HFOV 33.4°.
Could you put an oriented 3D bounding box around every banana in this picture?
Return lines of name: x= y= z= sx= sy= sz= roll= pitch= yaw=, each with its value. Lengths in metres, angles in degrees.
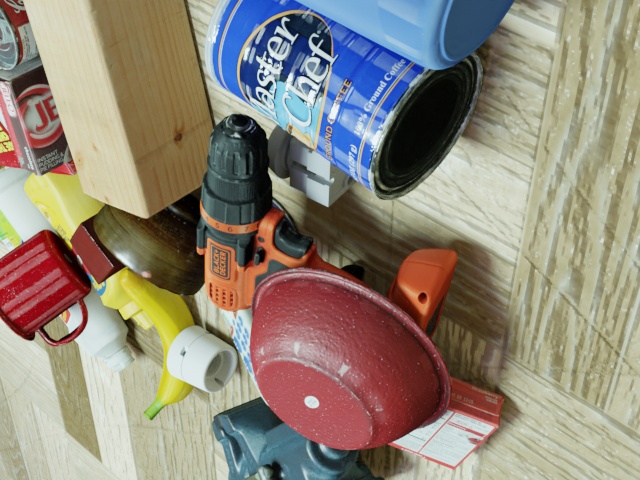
banana: x=-0.154 y=0.098 z=1.066 sx=0.037 sy=0.069 sz=0.198 roll=29 pitch=137 yaw=37

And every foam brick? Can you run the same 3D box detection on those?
foam brick: x=-0.188 y=-0.005 z=1.010 sx=0.053 sy=0.078 sz=0.051 roll=54 pitch=148 yaw=1

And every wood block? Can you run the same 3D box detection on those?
wood block: x=-0.157 y=-0.134 z=0.848 sx=0.090 sy=0.090 sz=0.206 roll=21 pitch=134 yaw=39

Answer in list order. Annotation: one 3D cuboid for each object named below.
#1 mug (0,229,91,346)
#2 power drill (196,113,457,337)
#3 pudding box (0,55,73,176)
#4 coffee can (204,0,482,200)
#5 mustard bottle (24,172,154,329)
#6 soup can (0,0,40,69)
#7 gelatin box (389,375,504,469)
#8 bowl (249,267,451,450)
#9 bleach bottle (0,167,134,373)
mug: x=-0.282 y=0.052 z=1.088 sx=0.117 sy=0.081 sz=0.093 roll=55 pitch=180 yaw=5
power drill: x=-0.001 y=0.008 z=0.756 sx=0.188 sy=0.057 sz=0.184 roll=25 pitch=142 yaw=15
pudding box: x=-0.216 y=-0.120 z=0.912 sx=0.039 sy=0.113 sz=0.090 roll=23 pitch=136 yaw=37
coffee can: x=0.013 y=-0.104 z=0.656 sx=0.140 sy=0.102 sz=0.103 roll=37 pitch=142 yaw=24
mustard bottle: x=-0.223 y=0.007 z=1.080 sx=0.191 sy=0.058 sz=0.096 roll=56 pitch=156 yaw=-3
soup can: x=-0.228 y=-0.191 z=0.876 sx=0.069 sy=0.102 sz=0.068 roll=31 pitch=140 yaw=31
gelatin box: x=0.088 y=0.134 z=0.811 sx=0.073 sy=0.030 sz=0.089 roll=22 pitch=142 yaw=-5
bowl: x=0.008 y=0.096 z=0.748 sx=0.162 sy=0.055 sz=0.162 roll=22 pitch=141 yaw=19
bleach bottle: x=-0.282 y=0.035 z=1.175 sx=0.251 sy=0.068 sz=0.103 roll=58 pitch=150 yaw=-8
